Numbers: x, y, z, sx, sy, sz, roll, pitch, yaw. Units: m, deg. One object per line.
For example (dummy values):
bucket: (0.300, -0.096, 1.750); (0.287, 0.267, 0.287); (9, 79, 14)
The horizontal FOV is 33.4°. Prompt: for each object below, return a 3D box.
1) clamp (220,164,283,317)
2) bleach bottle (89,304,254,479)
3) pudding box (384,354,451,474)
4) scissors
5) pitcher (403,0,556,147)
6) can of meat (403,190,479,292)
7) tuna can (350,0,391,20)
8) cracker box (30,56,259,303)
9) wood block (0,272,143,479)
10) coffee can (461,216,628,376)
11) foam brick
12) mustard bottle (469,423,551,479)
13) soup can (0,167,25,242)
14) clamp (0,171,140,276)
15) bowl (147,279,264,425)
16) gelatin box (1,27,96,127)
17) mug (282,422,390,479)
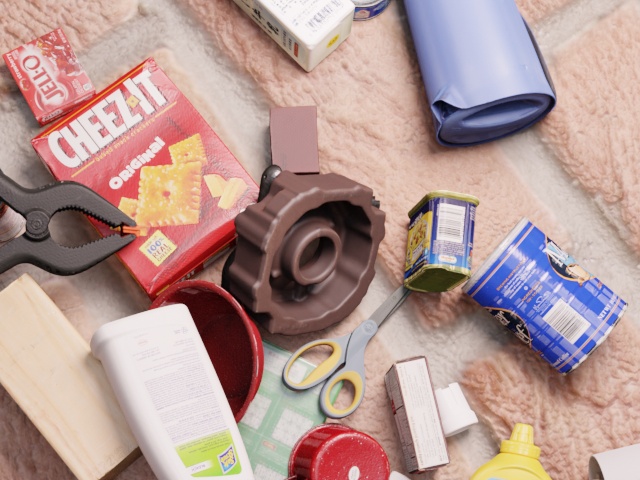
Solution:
clamp: (-0.057, 0.001, 1.113); (0.039, 0.120, 0.171); (33, 87, 45)
bleach bottle: (-0.127, 0.189, 0.999); (0.102, 0.068, 0.251); (-15, 70, -26)
pudding box: (0.099, 0.179, 1.087); (0.039, 0.090, 0.113); (-13, 77, -6)
scissors: (0.054, 0.114, 1.130); (0.201, 0.016, 0.096); (-28, 77, -16)
pitcher: (0.168, -0.234, 1.181); (0.145, 0.149, 0.243); (-17, 75, 7)
can of meat: (0.125, 0.004, 1.122); (0.057, 0.102, 0.084); (10, 73, -10)
tuna can: (0.044, -0.300, 1.231); (0.086, 0.034, 0.086); (1, 76, -3)
cracker box: (-0.179, -0.065, 1.142); (0.164, 0.072, 0.214); (-38, 80, -12)
wood block: (-0.259, 0.145, 1.077); (0.090, 0.091, 0.206); (-40, 81, -12)
coffee can: (0.233, 0.058, 1.118); (0.140, 0.103, 0.102); (41, 78, 7)
foam brick: (-0.029, -0.102, 1.170); (0.053, 0.051, 0.078); (-2, 76, -3)
mustard bottle: (0.191, 0.282, 1.083); (0.096, 0.058, 0.191); (11, 76, 6)
soup can: (-0.349, -0.041, 1.111); (0.068, 0.102, 0.068); (1, 76, -3)
clamp: (-0.285, -0.004, 1.047); (0.209, 0.036, 0.164); (10, 83, -15)
bowl: (-0.111, 0.120, 1.086); (0.162, 0.055, 0.162); (-1, 88, 35)
gelatin box: (-0.300, -0.181, 1.185); (0.073, 0.030, 0.089); (-28, 79, -9)
mug: (0.010, 0.232, 1.064); (0.117, 0.082, 0.093); (-13, 85, -15)
